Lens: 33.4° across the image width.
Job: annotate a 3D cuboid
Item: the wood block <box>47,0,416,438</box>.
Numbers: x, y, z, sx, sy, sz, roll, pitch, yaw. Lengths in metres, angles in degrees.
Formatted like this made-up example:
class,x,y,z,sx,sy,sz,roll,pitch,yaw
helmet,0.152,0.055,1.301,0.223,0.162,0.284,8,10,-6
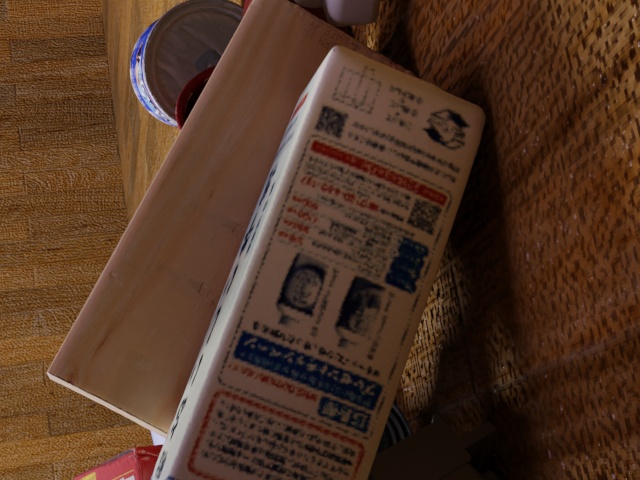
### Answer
class,x,y,z,sx,sy,sz,roll,pitch,yaw
wood block,-0.045,-0.005,0.529,0.206,0.090,0.091,-63,7,-14

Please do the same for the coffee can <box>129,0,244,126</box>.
class,x,y,z,sx,sy,sz,roll,pitch,yaw
coffee can,-0.100,-0.142,0.878,0.140,0.102,0.103,-152,57,-74
